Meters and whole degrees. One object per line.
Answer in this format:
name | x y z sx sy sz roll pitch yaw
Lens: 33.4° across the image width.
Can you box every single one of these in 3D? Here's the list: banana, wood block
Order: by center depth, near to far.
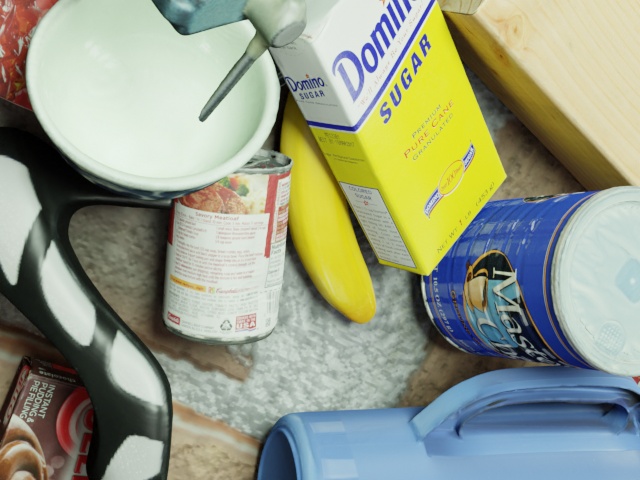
banana | 0.008 -0.041 0.636 0.069 0.037 0.198 -2 107 -18
wood block | 0.163 -0.105 0.646 0.206 0.090 0.091 40 90 -26

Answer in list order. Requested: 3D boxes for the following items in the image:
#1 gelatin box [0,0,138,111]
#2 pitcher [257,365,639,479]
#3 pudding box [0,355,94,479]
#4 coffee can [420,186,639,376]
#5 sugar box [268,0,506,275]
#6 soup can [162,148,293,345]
gelatin box | -0.140 -0.112 0.561 0.073 0.030 0.089 24 98 -26
pitcher | 0.090 0.157 0.680 0.242 0.145 0.149 4 77 -19
pudding box | -0.150 0.133 0.629 0.090 0.039 0.113 20 98 -25
coffee can | 0.139 0.023 0.635 0.102 0.140 0.103 1 89 -25
sugar box | 0.042 -0.074 0.603 0.093 0.048 0.176 -50 133 -25
soup can | -0.054 0.001 0.608 0.068 0.069 0.102 0 107 -21
